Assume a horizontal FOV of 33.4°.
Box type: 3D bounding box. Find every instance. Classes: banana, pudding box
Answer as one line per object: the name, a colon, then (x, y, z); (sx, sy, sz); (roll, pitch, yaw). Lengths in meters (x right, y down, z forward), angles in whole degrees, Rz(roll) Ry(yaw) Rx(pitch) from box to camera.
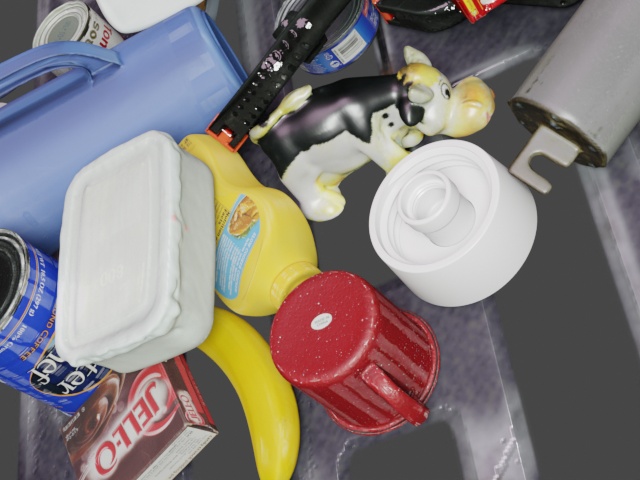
banana: (-0.058, 0.102, 0.766); (0.070, 0.037, 0.198); (-38, 49, 10)
pudding box: (-0.135, 0.140, 0.784); (0.114, 0.039, 0.090); (-48, 46, 17)

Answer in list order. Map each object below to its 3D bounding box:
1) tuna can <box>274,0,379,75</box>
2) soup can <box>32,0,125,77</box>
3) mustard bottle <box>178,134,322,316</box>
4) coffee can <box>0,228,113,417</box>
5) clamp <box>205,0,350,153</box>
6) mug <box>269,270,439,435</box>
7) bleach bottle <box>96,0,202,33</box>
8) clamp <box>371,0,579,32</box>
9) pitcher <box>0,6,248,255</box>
tuna can: (0.006, -0.182, 0.894); (0.086, 0.033, 0.086); (-17, 55, 26)
soup can: (-0.205, -0.164, 0.981); (0.069, 0.102, 0.068); (-17, 55, 25)
mustard bottle: (-0.055, 0.001, 0.801); (0.192, 0.058, 0.096); (41, 119, 42)
coffee can: (-0.216, 0.067, 0.825); (0.103, 0.140, 0.103); (-17, 55, 26)
clamp: (-0.011, -0.156, 0.792); (0.210, 0.036, 0.164); (-52, 7, -1)
mug: (0.026, 0.078, 0.693); (0.093, 0.081, 0.117); (-46, 48, 3)
bleach bottle: (-0.176, -0.248, 0.992); (0.102, 0.068, 0.251); (-25, 23, -11)
clamp: (0.123, -0.199, 0.820); (0.172, 0.039, 0.120); (-24, 43, 21)
pitcher: (-0.181, -0.097, 0.886); (0.243, 0.149, 0.145); (-30, 92, 6)
